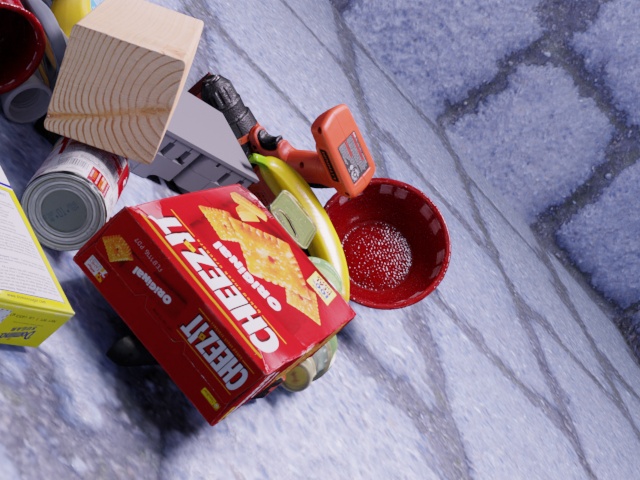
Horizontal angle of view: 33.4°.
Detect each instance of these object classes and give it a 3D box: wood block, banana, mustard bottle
[{"bbox_3d":[-0.161,-0.145,0.913,0.090,0.090,0.206,19,18,-9],"label":"wood block"},{"bbox_3d":[-0.017,-0.018,1.188,0.198,0.037,0.069,57,37,-8],"label":"banana"},{"bbox_3d":[-0.241,-0.237,1.082,0.096,0.058,0.191,97,-2,-63],"label":"mustard bottle"}]

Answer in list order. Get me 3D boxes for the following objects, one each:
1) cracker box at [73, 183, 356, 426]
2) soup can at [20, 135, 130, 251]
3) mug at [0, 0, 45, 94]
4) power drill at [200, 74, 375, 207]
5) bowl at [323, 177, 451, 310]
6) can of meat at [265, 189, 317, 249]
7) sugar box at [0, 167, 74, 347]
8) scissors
[{"bbox_3d":[-0.074,0.039,0.861,0.164,0.072,0.213,48,19,7],"label":"cracker box"},{"bbox_3d":[-0.194,-0.042,0.851,0.068,0.069,0.102,46,17,-18],"label":"soup can"},{"bbox_3d":[-0.280,-0.185,0.861,0.093,0.117,0.081,-14,52,-28],"label":"mug"},{"bbox_3d":[-0.040,-0.114,1.223,0.057,0.188,0.184,-50,126,-32],"label":"power drill"},{"bbox_3d":[0.070,0.010,1.255,0.162,0.162,0.055,55,-15,12],"label":"bowl"},{"bbox_3d":[-0.057,0.001,1.107,0.057,0.084,0.102,50,16,-7],"label":"can of meat"},{"bbox_3d":[-0.239,-0.014,0.706,0.176,0.048,0.093,55,16,26],"label":"sugar box"},{"bbox_3d":[-0.250,-0.219,0.896,0.096,0.016,0.202,17,-53,61],"label":"scissors"}]
